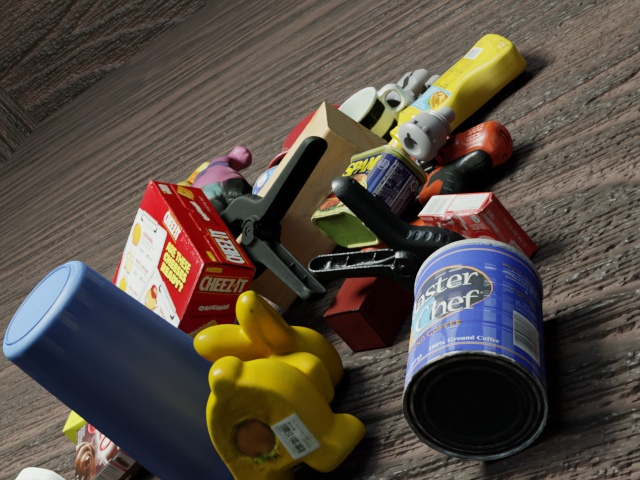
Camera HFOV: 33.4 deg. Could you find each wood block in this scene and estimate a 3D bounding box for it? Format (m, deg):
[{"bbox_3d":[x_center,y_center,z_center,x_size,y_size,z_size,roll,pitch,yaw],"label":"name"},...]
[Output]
[{"bbox_3d":[-0.016,-0.038,1.193,0.206,0.090,0.091,-53,16,20],"label":"wood block"}]

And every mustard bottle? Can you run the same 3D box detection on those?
[{"bbox_3d":[0.152,-0.164,1.273,0.191,0.058,0.096,-41,20,-1],"label":"mustard bottle"}]

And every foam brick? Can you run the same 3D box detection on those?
[{"bbox_3d":[0.050,0.059,1.024,0.051,0.053,0.078,-16,32,48],"label":"foam brick"}]

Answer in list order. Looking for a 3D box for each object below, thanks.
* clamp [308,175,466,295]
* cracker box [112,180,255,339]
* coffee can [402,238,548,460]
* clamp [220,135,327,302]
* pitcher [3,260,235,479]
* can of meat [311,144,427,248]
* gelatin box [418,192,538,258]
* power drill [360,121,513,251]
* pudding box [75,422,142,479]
[{"bbox_3d":[0.074,0.004,0.947,0.171,0.120,0.039,11,50,8],"label":"clamp"},{"bbox_3d":[-0.160,0.070,1.140,0.164,0.071,0.214,51,125,45],"label":"cracker box"},{"bbox_3d":[0.117,0.079,0.802,0.103,0.102,0.140,-30,24,26],"label":"coffee can"},{"bbox_3d":[-0.057,0.001,1.097,0.210,0.036,0.164,-25,62,48],"label":"clamp"},{"bbox_3d":[-0.178,0.134,1.007,0.149,0.242,0.145,-48,23,1],"label":"pitcher"},{"bbox_3d":[0.046,-0.041,1.064,0.084,0.057,0.102,-54,18,-19],"label":"can of meat"},{"bbox_3d":[0.142,-0.007,0.968,0.030,0.073,0.089,-51,24,-21],"label":"gelatin box"},{"bbox_3d":[0.103,-0.035,1.111,0.185,0.057,0.187,-26,27,41],"label":"power drill"},{"bbox_3d":[-0.227,0.222,1.163,0.090,0.039,0.113,-47,29,15],"label":"pudding box"}]
